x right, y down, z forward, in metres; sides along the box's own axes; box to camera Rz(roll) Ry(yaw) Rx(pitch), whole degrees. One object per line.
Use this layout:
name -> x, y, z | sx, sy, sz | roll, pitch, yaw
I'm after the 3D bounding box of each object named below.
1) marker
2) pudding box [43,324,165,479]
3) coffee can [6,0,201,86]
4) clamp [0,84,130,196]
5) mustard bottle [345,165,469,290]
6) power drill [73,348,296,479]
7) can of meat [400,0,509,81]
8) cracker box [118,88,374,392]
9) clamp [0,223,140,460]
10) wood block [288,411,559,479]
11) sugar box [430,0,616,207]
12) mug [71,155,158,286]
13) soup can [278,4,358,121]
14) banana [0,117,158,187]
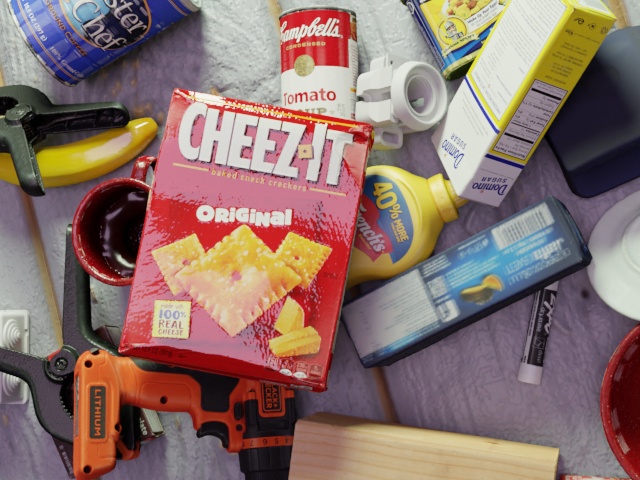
marker -> 0.184, 0.059, 0.887 | 0.020, 0.020, 0.121 | 11, 89, 14
pudding box -> -0.205, 0.145, 0.967 | 0.090, 0.039, 0.113 | -29, 80, 10
coffee can -> -0.193, -0.217, 0.957 | 0.140, 0.102, 0.103 | -29, 80, 11
clamp -> -0.268, -0.096, 0.961 | 0.172, 0.039, 0.120 | 13, 45, 29
mustard bottle -> 0.041, -0.010, 0.907 | 0.192, 0.058, 0.096 | -22, 76, 11
power drill -> -0.110, 0.159, 0.893 | 0.187, 0.057, 0.184 | 1, 74, -19
can of meat -> 0.130, -0.194, 0.899 | 0.102, 0.057, 0.084 | -28, 82, 11
cracker box -> -0.056, 0.001, 0.845 | 0.164, 0.072, 0.213 | 11, 83, 2
clamp -> -0.218, 0.099, 0.936 | 0.164, 0.036, 0.210 | -45, 80, -3
wood block -> 0.084, 0.200, 0.865 | 0.206, 0.090, 0.090 | 6, 87, 15
sugar box -> 0.154, -0.123, 0.838 | 0.048, 0.093, 0.176 | 13, 123, -20
mug -> -0.158, -0.017, 0.945 | 0.093, 0.081, 0.117 | 7, 88, 14
soup can -> -0.001, -0.144, 0.922 | 0.068, 0.068, 0.102 | -2, 86, 14
banana -> -0.247, -0.083, 0.995 | 0.198, 0.037, 0.069 | 3, 87, 14
